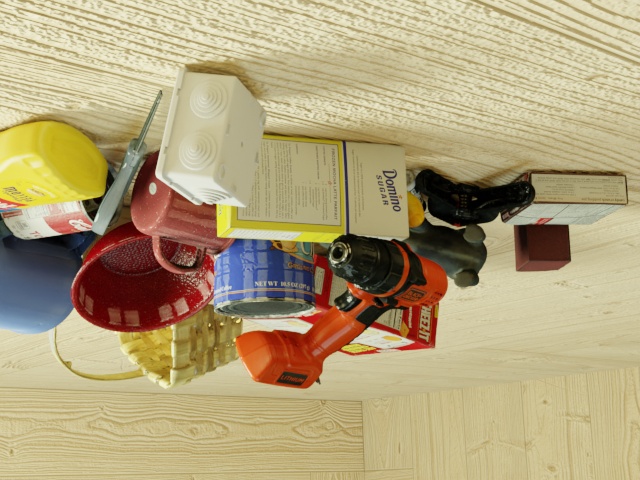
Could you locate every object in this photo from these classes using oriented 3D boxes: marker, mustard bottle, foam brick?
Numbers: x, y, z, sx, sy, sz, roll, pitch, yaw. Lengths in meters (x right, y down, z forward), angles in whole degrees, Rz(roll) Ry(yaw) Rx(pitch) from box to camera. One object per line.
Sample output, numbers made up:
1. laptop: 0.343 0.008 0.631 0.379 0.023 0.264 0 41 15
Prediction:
1. marker: 0.099 -0.050 1.146 0.020 0.020 0.121 -4 167 11
2. mustard bottle: -0.296 -0.059 0.969 0.192 0.058 0.096 -8 158 26
3. foam brick: 0.253 -0.007 1.222 0.051 0.078 0.053 1 166 -6

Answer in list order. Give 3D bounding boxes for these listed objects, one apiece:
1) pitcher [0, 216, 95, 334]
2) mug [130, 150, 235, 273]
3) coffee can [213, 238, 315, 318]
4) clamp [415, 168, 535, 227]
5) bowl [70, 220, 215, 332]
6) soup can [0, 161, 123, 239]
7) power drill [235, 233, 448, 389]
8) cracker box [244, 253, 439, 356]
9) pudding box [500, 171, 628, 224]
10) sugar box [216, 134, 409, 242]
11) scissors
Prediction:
1. pitcher: -0.351 0.021 1.122 0.145 0.149 0.242 14 176 15
2. mug: -0.130 -0.027 1.017 0.081 0.117 0.093 14 172 -36
3. coffee can: -0.057 0.001 1.078 0.103 0.140 0.103 -1 167 -1
4. clamp: 0.147 -0.044 1.139 0.120 0.039 0.171 15 168 -6
5. bowl: -0.185 0.028 1.126 0.162 0.055 0.162 -13 141 -11
6. soup can: -0.253 -0.040 1.039 0.102 0.068 0.068 -8 166 26
7. power drill: 0.013 0.066 0.998 0.188 0.057 0.184 -36 151 21
8. cracker box: 0.019 0.085 1.360 0.213 0.072 0.164 22 159 -35
9. pudding box: 0.260 -0.045 1.148 0.113 0.039 0.090 -1 166 -12
10. sugar box: -0.007 -0.046 0.988 0.176 0.093 0.048 4 166 -23
11. scissors: -0.171 -0.060 0.936 0.016 0.096 0.202 26 164 -9
